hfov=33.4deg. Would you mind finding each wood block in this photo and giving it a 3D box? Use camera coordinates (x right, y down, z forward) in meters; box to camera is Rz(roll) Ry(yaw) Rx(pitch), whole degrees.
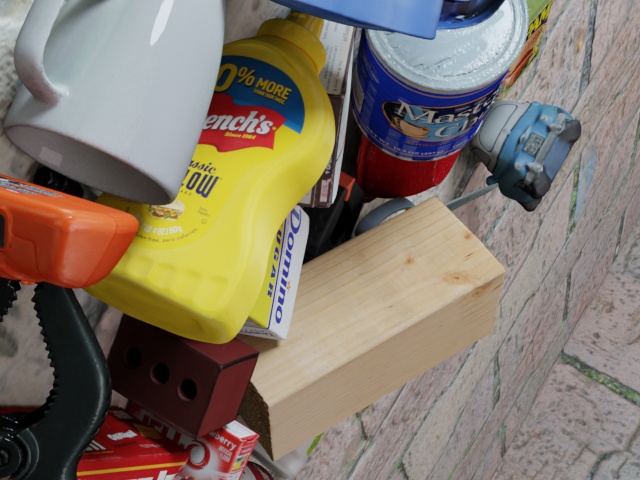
[{"bbox_3d":[0.027,0.064,0.805,0.205,0.090,0.091,-28,146,-18],"label":"wood block"}]

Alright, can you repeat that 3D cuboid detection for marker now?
[{"bbox_3d":[-0.119,-0.013,0.570,0.020,0.020,0.121,-59,159,-8],"label":"marker"}]

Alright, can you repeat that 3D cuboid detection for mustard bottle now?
[{"bbox_3d":[-0.046,-0.046,0.553,0.191,0.096,0.058,-62,155,-23],"label":"mustard bottle"}]

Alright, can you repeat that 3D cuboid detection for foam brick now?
[{"bbox_3d":[-0.088,0.080,0.676,0.051,0.078,0.053,-11,123,-64],"label":"foam brick"}]

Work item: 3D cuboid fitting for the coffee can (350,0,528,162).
[{"bbox_3d":[0.075,-0.123,0.726,0.102,0.103,0.140,-57,174,-13],"label":"coffee can"}]

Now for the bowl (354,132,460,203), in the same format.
[{"bbox_3d":[0.086,-0.097,0.874,0.162,0.055,0.162,-57,161,-33],"label":"bowl"}]

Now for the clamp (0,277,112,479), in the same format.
[{"bbox_3d":[-0.164,0.103,0.515,0.036,0.164,0.210,-142,-125,-74],"label":"clamp"}]

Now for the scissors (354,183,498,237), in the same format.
[{"bbox_3d":[0.083,-0.006,0.910,0.201,0.016,0.096,-9,136,-55],"label":"scissors"}]

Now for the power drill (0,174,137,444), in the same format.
[{"bbox_3d":[-0.135,0.071,0.433,0.057,0.185,0.188,5,102,-68],"label":"power drill"}]

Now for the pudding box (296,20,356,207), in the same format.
[{"bbox_3d":[-0.001,-0.089,0.671,0.113,0.039,0.090,-82,179,-47],"label":"pudding box"}]

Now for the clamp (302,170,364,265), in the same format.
[{"bbox_3d":[-0.003,0.014,0.848,0.120,0.039,0.171,-58,162,-31],"label":"clamp"}]

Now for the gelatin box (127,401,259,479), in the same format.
[{"bbox_3d":[-0.095,0.143,0.719,0.030,0.089,0.073,4,112,-66],"label":"gelatin box"}]
